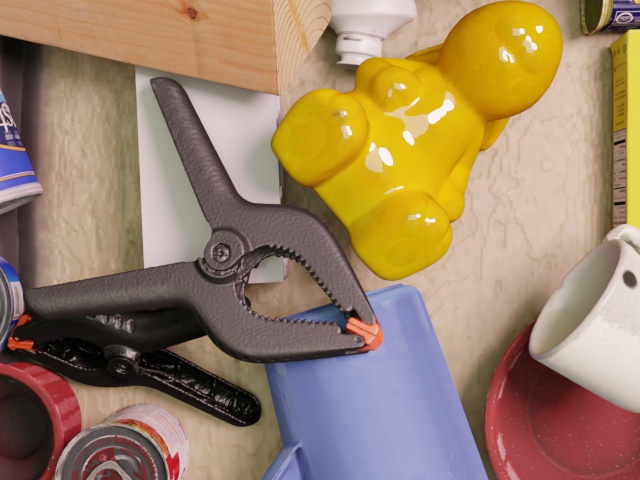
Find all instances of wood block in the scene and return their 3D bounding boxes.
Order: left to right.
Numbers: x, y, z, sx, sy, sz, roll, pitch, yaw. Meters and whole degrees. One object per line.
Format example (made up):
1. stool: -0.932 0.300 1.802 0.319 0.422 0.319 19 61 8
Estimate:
1. wood block: -0.105 -0.167 0.651 0.206 0.091 0.090 15 49 15

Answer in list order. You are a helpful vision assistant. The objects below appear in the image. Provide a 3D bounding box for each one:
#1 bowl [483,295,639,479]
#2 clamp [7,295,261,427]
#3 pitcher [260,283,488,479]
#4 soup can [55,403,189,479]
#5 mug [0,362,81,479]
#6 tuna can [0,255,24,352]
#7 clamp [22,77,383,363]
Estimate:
1. bowl: 0.184 0.115 0.695 0.162 0.055 0.162 0 89 1
2. clamp: -0.117 0.063 0.684 0.171 0.039 0.120 12 130 2
3. pitcher: 0.035 0.158 0.659 0.145 0.149 0.243 -18 85 16
4. soup can: -0.122 0.142 0.677 0.068 0.102 0.068 0 89 1
5. mug: -0.212 0.129 0.689 0.117 0.081 0.093 -37 88 0
6. tuna can: -0.244 0.043 0.716 0.086 0.034 0.086 0 89 1
7. clamp: -0.054 0.001 0.625 0.210 0.036 0.164 20 81 15
